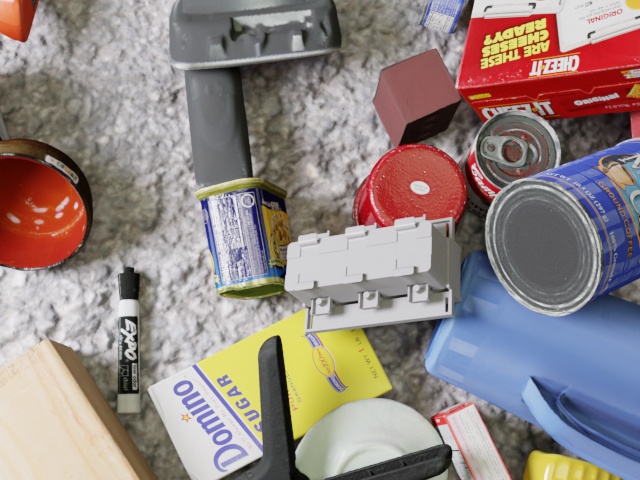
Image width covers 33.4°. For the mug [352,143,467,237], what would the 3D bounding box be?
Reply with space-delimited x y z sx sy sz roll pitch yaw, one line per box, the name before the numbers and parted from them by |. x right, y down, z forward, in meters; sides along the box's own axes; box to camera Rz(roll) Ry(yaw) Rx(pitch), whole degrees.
mug | 0.078 -0.020 0.879 0.093 0.081 0.117 -11 79 -4

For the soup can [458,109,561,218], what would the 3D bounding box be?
soup can | 0.152 -0.060 0.880 0.068 0.102 0.068 0 79 -2

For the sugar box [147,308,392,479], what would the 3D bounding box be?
sugar box | -0.041 0.121 0.866 0.176 0.048 0.093 -27 81 -8

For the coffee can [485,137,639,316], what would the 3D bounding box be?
coffee can | 0.208 -0.013 0.798 0.140 0.103 0.103 -19 79 -37

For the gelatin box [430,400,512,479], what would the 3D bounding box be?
gelatin box | 0.124 0.173 0.847 0.030 0.073 0.089 -25 81 -6

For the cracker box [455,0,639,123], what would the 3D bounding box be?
cracker box | 0.214 -0.204 0.870 0.164 0.072 0.213 -3 62 35

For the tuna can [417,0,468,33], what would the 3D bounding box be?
tuna can | 0.112 -0.223 0.919 0.034 0.086 0.086 17 79 0

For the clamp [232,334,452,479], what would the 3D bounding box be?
clamp | -0.025 0.184 0.816 0.164 0.036 0.210 40 106 2

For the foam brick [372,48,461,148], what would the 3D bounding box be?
foam brick | 0.080 -0.118 0.901 0.053 0.078 0.051 -23 79 -7

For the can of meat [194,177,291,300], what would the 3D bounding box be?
can of meat | -0.056 0.001 0.861 0.057 0.102 0.084 -13 82 12

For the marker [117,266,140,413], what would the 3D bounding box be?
marker | -0.158 0.082 0.882 0.020 0.020 0.121 -2 79 -3

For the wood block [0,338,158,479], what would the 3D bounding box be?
wood block | -0.184 0.188 0.824 0.090 0.091 0.206 -34 82 -7

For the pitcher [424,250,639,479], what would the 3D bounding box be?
pitcher | 0.208 0.104 0.832 0.243 0.149 0.145 22 79 5
